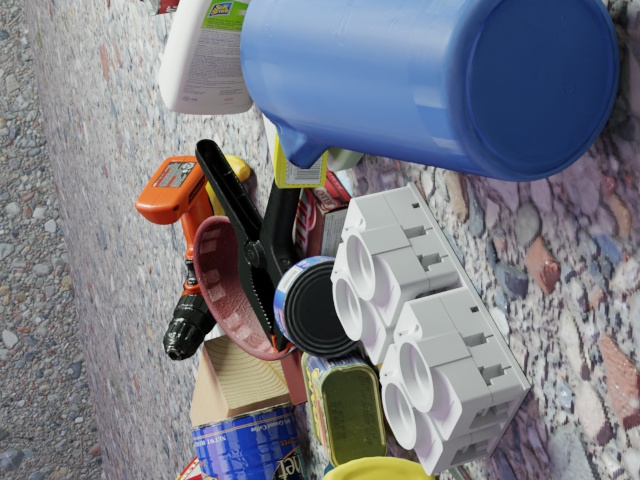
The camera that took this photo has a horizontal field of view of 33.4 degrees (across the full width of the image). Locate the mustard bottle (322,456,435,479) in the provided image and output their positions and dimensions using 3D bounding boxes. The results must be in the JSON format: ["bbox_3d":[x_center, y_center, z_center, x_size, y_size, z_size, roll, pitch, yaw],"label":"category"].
[{"bbox_3d":[0.038,0.257,0.945,0.192,0.096,0.058,103,163,-53],"label":"mustard bottle"}]

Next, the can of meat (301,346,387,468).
[{"bbox_3d":[0.022,0.147,0.948,0.084,0.057,0.102,-138,38,-77],"label":"can of meat"}]

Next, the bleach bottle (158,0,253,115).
[{"bbox_3d":[-0.081,-0.212,0.995,0.251,0.102,0.068,124,136,-56],"label":"bleach bottle"}]

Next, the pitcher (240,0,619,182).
[{"bbox_3d":[0.060,-0.116,0.623,0.243,0.144,0.149,26,139,61],"label":"pitcher"}]

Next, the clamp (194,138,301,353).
[{"bbox_3d":[-0.057,0.001,0.992,0.165,0.036,0.210,22,126,51],"label":"clamp"}]

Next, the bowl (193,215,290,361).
[{"bbox_3d":[-0.062,0.041,1.101,0.162,0.055,0.162,30,134,37],"label":"bowl"}]

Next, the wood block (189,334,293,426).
[{"bbox_3d":[-0.094,0.194,1.281,0.206,0.090,0.091,108,143,-55],"label":"wood block"}]

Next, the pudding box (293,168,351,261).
[{"bbox_3d":[-0.007,-0.014,0.977,0.113,0.039,0.090,94,153,-42],"label":"pudding box"}]

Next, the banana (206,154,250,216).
[{"bbox_3d":[-0.116,-0.059,1.263,0.070,0.037,0.198,48,155,12],"label":"banana"}]

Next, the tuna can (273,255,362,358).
[{"bbox_3d":[0.003,0.057,0.928,0.034,0.086,0.086,-157,56,-69],"label":"tuna can"}]

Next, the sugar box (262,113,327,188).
[{"bbox_3d":[-0.025,-0.131,0.885,0.176,0.048,0.093,-99,12,-49],"label":"sugar box"}]

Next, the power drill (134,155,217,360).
[{"bbox_3d":[-0.147,0.015,1.185,0.184,0.057,0.187,-67,-28,-47],"label":"power drill"}]

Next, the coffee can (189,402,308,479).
[{"bbox_3d":[-0.062,0.238,1.038,0.103,0.102,0.140,144,113,-69],"label":"coffee can"}]

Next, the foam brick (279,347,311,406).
[{"bbox_3d":[-0.001,0.126,1.034,0.078,0.053,0.051,137,118,-69],"label":"foam brick"}]
